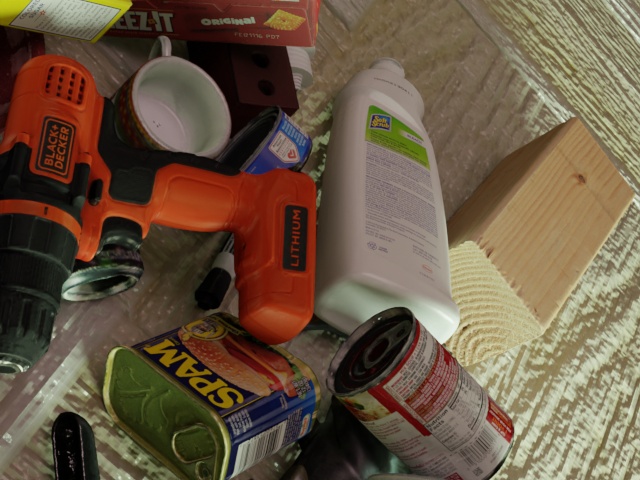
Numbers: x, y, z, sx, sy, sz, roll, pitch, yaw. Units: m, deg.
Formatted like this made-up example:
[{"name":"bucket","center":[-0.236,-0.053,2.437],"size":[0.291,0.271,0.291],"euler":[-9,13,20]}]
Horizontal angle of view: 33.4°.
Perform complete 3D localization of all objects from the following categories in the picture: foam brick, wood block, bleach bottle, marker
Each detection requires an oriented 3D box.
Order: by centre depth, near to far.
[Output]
[{"name":"marker","center":[-0.055,0.001,0.729],"size":[0.020,0.020,0.121],"euler":[41,49,-17]},{"name":"foam brick","center":[-0.056,-0.118,0.764],"size":[0.052,0.051,0.078],"euler":[1,68,-39]},{"name":"bleach bottle","center":[0.051,-0.041,0.795],"size":[0.102,0.068,0.250],"euler":[26,45,-22]},{"name":"wood block","center":[0.163,-0.003,0.862],"size":[0.091,0.090,0.205],"euler":[52,47,-6]}]

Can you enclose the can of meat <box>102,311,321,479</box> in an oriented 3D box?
[{"name":"can of meat","center":[-0.063,0.091,0.629],"size":[0.102,0.057,0.083],"euler":[31,33,31]}]

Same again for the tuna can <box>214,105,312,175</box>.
[{"name":"tuna can","center":[-0.045,-0.048,0.715],"size":[0.033,0.086,0.086],"euler":[42,49,-18]}]

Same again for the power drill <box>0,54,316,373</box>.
[{"name":"power drill","center":[-0.093,0.001,0.592],"size":[0.187,0.057,0.184],"euler":[18,59,-28]}]

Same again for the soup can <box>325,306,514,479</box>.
[{"name":"soup can","center":[0.062,0.098,0.645],"size":[0.102,0.069,0.068],"euler":[46,47,-19]}]

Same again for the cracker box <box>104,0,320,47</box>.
[{"name":"cracker box","center":[-0.073,-0.238,0.745],"size":[0.164,0.072,0.213],"euler":[4,60,5]}]
